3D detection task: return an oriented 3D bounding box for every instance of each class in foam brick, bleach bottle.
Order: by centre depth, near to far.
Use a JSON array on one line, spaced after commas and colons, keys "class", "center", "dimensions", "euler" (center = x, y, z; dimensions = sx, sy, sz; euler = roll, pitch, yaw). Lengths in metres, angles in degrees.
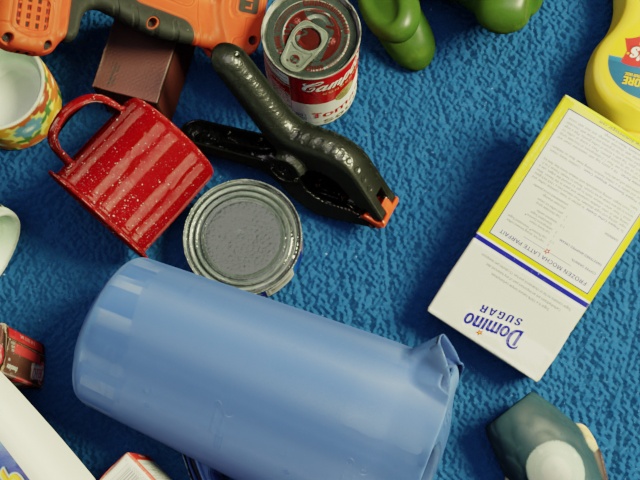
[{"class": "bleach bottle", "center": [-0.218, 0.141, 0.674], "dimensions": [0.103, 0.068, 0.250], "euler": [-33, 104, 11]}, {"class": "foam brick", "center": [-0.130, -0.134, 0.800], "dimensions": [0.053, 0.051, 0.078], "euler": [15, 78, 6]}]

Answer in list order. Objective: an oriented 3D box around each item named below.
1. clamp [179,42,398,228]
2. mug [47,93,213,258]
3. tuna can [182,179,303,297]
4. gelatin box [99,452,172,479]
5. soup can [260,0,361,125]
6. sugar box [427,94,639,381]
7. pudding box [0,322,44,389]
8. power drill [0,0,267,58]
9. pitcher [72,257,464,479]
[{"class": "clamp", "center": [-0.027, -0.061, 0.769], "dimensions": [0.171, 0.120, 0.039], "euler": [40, 64, -9]}, {"class": "mug", "center": [-0.138, -0.054, 0.753], "dimensions": [0.081, 0.093, 0.117], "euler": [-48, 115, -8]}, {"class": "tuna can", "center": [-0.055, 0.001, 0.775], "dimensions": [0.086, 0.034, 0.086], "euler": [-1, 77, 2]}, {"class": "gelatin box", "center": [-0.103, 0.184, 0.715], "dimensions": [0.030, 0.073, 0.089], "euler": [-44, 80, -7]}, {"class": "soup can", "center": [-0.006, -0.129, 0.767], "dimensions": [0.068, 0.102, 0.068], "euler": [0, 77, 1]}, {"class": "sugar box", "center": [0.160, -0.001, 0.739], "dimensions": [0.093, 0.048, 0.176], "euler": [34, 100, 9]}, {"class": "pudding box", "center": [-0.257, 0.081, 0.736], "dimensions": [0.113, 0.090, 0.039], "euler": [1, 75, 3]}, {"class": "power drill", "center": [-0.125, -0.205, 0.725], "dimensions": [0.187, 0.057, 0.184], "euler": [8, 93, -28]}, {"class": "pitcher", "center": [-0.038, 0.111, 0.710], "dimensions": [0.243, 0.145, 0.149], "euler": [21, 67, 10]}]
